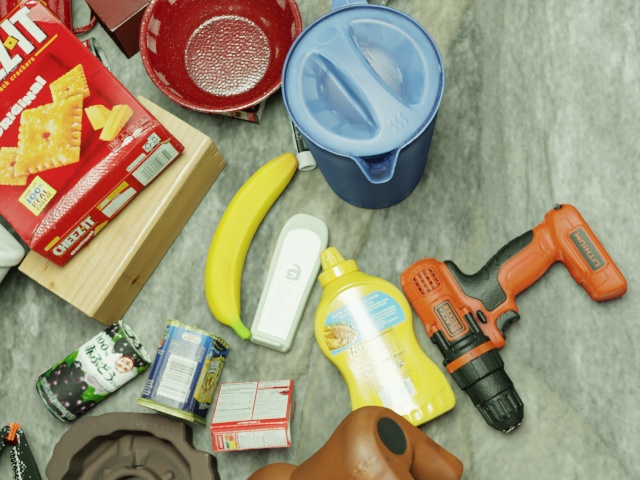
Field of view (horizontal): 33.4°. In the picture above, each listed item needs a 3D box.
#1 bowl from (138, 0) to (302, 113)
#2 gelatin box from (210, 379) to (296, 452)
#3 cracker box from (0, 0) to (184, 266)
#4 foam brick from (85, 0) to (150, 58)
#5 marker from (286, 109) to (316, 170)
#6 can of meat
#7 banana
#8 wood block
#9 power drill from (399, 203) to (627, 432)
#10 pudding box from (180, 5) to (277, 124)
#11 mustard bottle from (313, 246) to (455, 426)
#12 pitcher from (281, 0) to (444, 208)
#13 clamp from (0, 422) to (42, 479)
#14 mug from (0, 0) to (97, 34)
[{"bbox_3d":[-0.096,-0.195,1.064,0.162,0.055,0.162,-1,77,3],"label":"bowl"},{"bbox_3d":[-0.062,0.165,1.012,0.073,0.089,0.030,-4,109,3],"label":"gelatin box"},{"bbox_3d":[-0.260,-0.108,1.009,0.164,0.072,0.214,-44,68,-2],"label":"cracker box"},{"bbox_3d":[-0.204,-0.236,1.112,0.051,0.078,0.053,-38,78,-5],"label":"foam brick"},{"bbox_3d":[-0.025,-0.132,1.104,0.020,0.020,0.121,-13,77,2],"label":"marker"},{"bbox_3d":[-0.129,0.127,1.019,0.057,0.102,0.084,16,78,8],"label":"can of meat"},{"bbox_3d":[-0.076,0.002,1.070,0.070,0.037,0.198,10,76,14],"label":"banana"},{"bbox_3d":[-0.192,-0.027,1.061,0.090,0.091,0.206,32,82,10],"label":"wood block"},{"bbox_3d":[0.195,0.066,1.024,0.187,0.057,0.184,-30,78,-2],"label":"power drill"},{"bbox_3d":[-0.093,-0.185,1.111,0.090,0.039,0.113,12,80,7],"label":"pudding box"},{"bbox_3d":[0.048,0.094,1.030,0.096,0.058,0.192,-26,78,0],"label":"mustard bottle"},{"bbox_3d":[0.043,-0.118,0.981,0.145,0.243,0.149,33,83,10],"label":"pitcher"},{"bbox_3d":[-0.307,0.281,1.011,0.164,0.036,0.210,23,63,-15],"label":"clamp"},{"bbox_3d":[-0.292,-0.246,1.124,0.117,0.093,0.081,-1,82,-29],"label":"mug"}]
